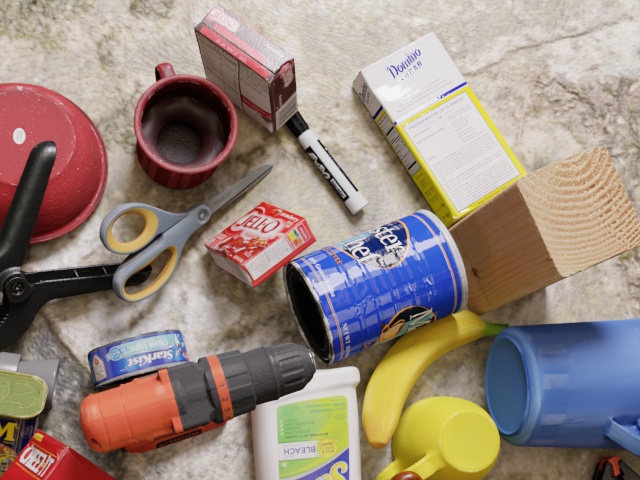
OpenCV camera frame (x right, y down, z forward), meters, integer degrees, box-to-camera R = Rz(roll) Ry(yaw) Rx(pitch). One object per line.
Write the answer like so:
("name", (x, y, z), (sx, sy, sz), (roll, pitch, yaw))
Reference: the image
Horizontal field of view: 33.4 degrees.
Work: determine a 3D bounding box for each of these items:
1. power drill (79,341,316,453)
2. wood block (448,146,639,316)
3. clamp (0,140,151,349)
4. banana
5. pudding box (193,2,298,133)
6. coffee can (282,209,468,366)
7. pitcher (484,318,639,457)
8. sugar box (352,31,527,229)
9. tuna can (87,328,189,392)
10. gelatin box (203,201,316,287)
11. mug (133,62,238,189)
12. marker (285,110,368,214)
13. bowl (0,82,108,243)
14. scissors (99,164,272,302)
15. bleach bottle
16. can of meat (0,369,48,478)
("power drill", (-0.104, 0.130, 0.881), (0.184, 0.188, 0.057), (-13, 79, -13))
("wood block", (0.192, -0.002, 0.964), (0.090, 0.206, 0.091), (-21, 83, -16))
("clamp", (-0.257, 0.037, 0.925), (0.210, 0.036, 0.164), (-45, 125, -6))
("banana", (0.091, 0.115, 0.984), (0.197, 0.070, 0.037), (-37, 129, -32))
("pudding box", (-0.067, -0.156, 0.984), (0.090, 0.113, 0.039), (38, 74, 12))
("coffee can", (0.050, 0.042, 0.978), (0.140, 0.103, 0.103), (-21, 83, -16))
("pitcher", (0.284, 0.138, 0.976), (0.242, 0.149, 0.145), (1, 79, -15))
("sugar box", (0.118, -0.109, 1.058), (0.093, 0.048, 0.176), (-30, 82, -17))
("tuna can", (-0.158, 0.104, 0.928), (0.086, 0.086, 0.034), (-13, 79, -15))
("gelatin box", (-0.056, 0.001, 0.972), (0.073, 0.089, 0.030), (-37, 117, -16))
("mug", (-0.131, -0.106, 0.983), (0.093, 0.082, 0.117), (-19, 82, -16))
("marker", (0.003, -0.079, 1.039), (0.020, 0.020, 0.121), (-36, 87, -17))
("bowl", (-0.267, -0.080, 0.950), (0.162, 0.055, 0.162), (6, 68, -16))
("scissors", (-0.125, -0.032, 0.969), (0.201, 0.016, 0.096), (-51, 129, -23))
("bleach bottle", (-0.003, 0.242, 0.944), (0.102, 0.068, 0.251), (-5, 81, -14))
("can of meat", (-0.283, 0.154, 0.880), (0.102, 0.057, 0.084), (11, 117, -11))
